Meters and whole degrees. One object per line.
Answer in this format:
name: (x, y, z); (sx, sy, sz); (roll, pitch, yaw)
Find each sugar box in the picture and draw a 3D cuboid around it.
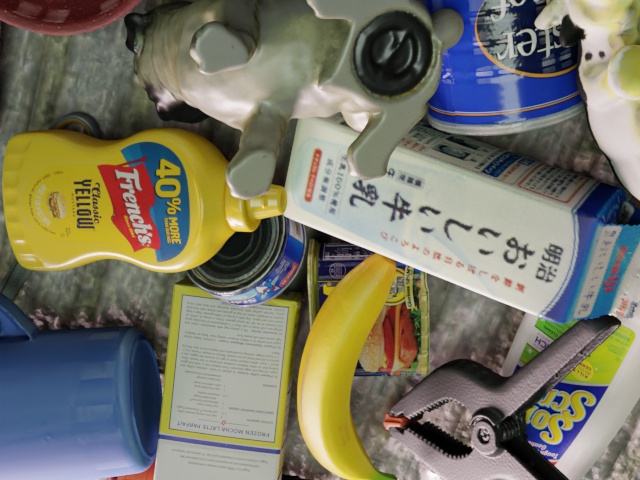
sugar box: (-0.069, 0.121, 0.787); (0.093, 0.048, 0.176); (8, 97, 4)

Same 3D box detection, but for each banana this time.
banana: (0.017, 0.096, 0.738); (0.069, 0.037, 0.198); (-11, 122, -14)

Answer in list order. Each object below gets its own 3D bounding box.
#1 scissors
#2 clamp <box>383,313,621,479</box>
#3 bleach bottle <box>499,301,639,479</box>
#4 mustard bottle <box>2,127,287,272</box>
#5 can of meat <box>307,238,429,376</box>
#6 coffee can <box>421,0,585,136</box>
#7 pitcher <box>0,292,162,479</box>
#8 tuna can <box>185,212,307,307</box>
scissors: (-0.188, 0.002, 0.791); (0.096, 0.016, 0.202); (21, 114, -3)
clamp: (0.130, 0.141, 0.739); (0.210, 0.036, 0.164); (-14, 85, 48)
bleach bottle: (0.172, 0.127, 0.768); (0.103, 0.067, 0.251); (31, 119, 29)
mustard bottle: (-0.115, -0.027, 0.712); (0.192, 0.058, 0.096); (1, 99, 16)
can of meat: (0.035, 0.050, 0.766); (0.084, 0.057, 0.102); (-1, 113, 4)
coffee can: (0.107, -0.146, 0.649); (0.103, 0.102, 0.140); (-7, 112, 9)
pitcher: (-0.247, 0.117, 0.791); (0.243, 0.145, 0.149); (-6, 148, 5)
tuna can: (-0.055, 0.001, 0.740); (0.086, 0.033, 0.086); (-8, 70, 22)
